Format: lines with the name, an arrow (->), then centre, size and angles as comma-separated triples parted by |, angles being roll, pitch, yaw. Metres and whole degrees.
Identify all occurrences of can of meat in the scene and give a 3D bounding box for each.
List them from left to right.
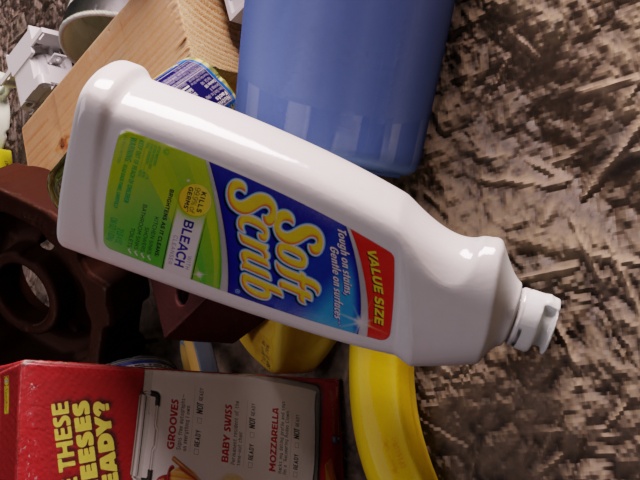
can of meat -> -0.105, -0.056, 0.648 | 0.057, 0.083, 0.102 | 46, 128, -4

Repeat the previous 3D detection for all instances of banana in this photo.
banana -> 0.046, 0.083, 0.587 | 0.070, 0.037, 0.198 | -21, 68, 26

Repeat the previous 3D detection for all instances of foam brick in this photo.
foam brick -> -0.065, 0.014, 0.619 | 0.053, 0.051, 0.078 | -42, 54, 36

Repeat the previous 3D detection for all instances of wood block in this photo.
wood block -> -0.122, -0.095, 0.765 | 0.206, 0.090, 0.091 | -37, 58, 38

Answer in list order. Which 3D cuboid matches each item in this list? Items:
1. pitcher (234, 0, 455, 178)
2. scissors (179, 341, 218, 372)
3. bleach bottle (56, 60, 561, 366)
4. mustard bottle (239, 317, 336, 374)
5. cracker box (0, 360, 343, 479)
pitcher -> 0.019, -0.162, 0.605 | 0.145, 0.149, 0.243 | 12, 95, 33
scissors -> -0.066, 0.143, 0.706 | 0.096, 0.016, 0.202 | 173, 85, -75
bleach bottle -> -0.002, -0.004, 0.536 | 0.251, 0.068, 0.103 | 19, 115, 6
mustard bottle -> -0.054, 0.001, 0.694 | 0.192, 0.058, 0.096 | 36, 115, 45
cracker box -> -0.083, 0.154, 0.581 | 0.072, 0.213, 0.164 | -16, 71, 46
